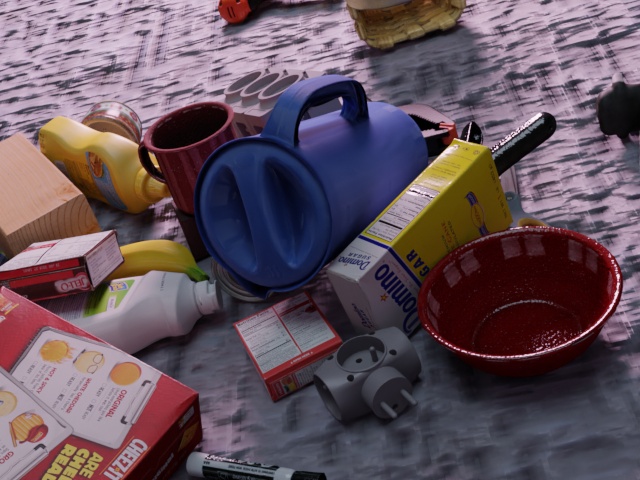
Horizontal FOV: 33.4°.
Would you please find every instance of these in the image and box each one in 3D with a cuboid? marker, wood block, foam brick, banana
[{"bbox_3d":[-0.047,0.178,0.812,0.121,0.020,0.020,3,39,28],"label":"marker"},{"bbox_3d":[-0.317,-0.031,1.167,0.090,0.090,0.206,-31,37,-18],"label":"wood block"},{"bbox_3d":[-0.106,-0.025,1.094,0.078,0.051,0.053,-24,34,-8],"label":"foam brick"},{"bbox_3d":[-0.209,0.037,1.067,0.198,0.037,0.069,-15,32,4],"label":"banana"}]

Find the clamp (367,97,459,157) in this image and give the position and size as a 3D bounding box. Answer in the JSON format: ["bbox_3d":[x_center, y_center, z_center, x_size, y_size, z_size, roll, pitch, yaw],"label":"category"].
[{"bbox_3d":[0.053,-0.112,1.156,0.210,0.036,0.164,15,47,44],"label":"clamp"}]

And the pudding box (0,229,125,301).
[{"bbox_3d":[-0.243,0.025,1.002,0.090,0.039,0.113,-9,14,7],"label":"pudding box"}]

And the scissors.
[{"bbox_3d":[0.162,-0.026,1.005,0.096,0.016,0.202,-18,34,0],"label":"scissors"}]

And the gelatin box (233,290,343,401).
[{"bbox_3d":[-0.026,0.089,0.918,0.073,0.030,0.089,-26,35,-9],"label":"gelatin box"}]

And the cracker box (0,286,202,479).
[{"bbox_3d":[-0.226,0.149,0.844,0.214,0.072,0.164,24,51,22],"label":"cracker box"}]

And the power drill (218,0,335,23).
[{"bbox_3d":[-0.049,-0.392,1.581,0.188,0.057,0.184,-8,39,19],"label":"power drill"}]

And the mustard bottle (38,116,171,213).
[{"bbox_3d":[-0.230,-0.078,1.184,0.192,0.096,0.058,19,51,39],"label":"mustard bottle"}]

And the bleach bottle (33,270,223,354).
[{"bbox_3d":[-0.215,0.081,0.987,0.251,0.068,0.102,-12,33,5],"label":"bleach bottle"}]

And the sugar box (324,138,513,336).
[{"bbox_3d":[0.089,0.004,0.911,0.048,0.093,0.176,19,57,43],"label":"sugar box"}]

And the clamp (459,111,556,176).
[{"bbox_3d":[0.151,-0.064,1.020,0.120,0.039,0.171,-17,33,54],"label":"clamp"}]

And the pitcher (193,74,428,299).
[{"bbox_3d":[0.007,-0.062,0.963,0.149,0.145,0.242,-30,1,34],"label":"pitcher"}]

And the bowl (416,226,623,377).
[{"bbox_3d":[0.161,0.058,0.852,0.162,0.055,0.162,-12,35,8],"label":"bowl"}]

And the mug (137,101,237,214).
[{"bbox_3d":[-0.128,-0.079,1.060,0.117,0.081,0.093,-1,37,25],"label":"mug"}]
